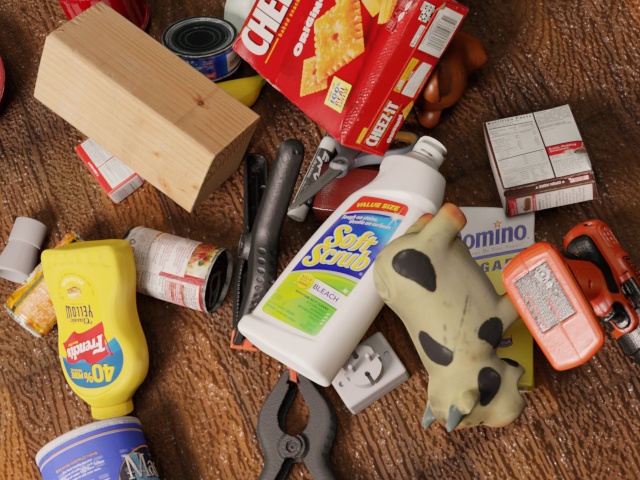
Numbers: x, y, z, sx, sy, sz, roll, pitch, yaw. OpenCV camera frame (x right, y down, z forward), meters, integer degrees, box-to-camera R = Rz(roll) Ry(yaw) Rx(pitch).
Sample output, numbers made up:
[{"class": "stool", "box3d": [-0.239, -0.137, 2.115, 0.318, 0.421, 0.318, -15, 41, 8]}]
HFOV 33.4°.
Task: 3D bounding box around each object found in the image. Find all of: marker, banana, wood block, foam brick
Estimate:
[{"class": "marker", "box3d": [-0.002, -0.076, 1.111, 0.020, 0.020, 0.121, 20, 76, 16]}, {"class": "banana", "box3d": [-0.151, -0.167, 1.163, 0.198, 0.037, 0.069, 8, 45, 10]}, {"class": "wood block", "box3d": [-0.178, -0.137, 1.087, 0.206, 0.090, 0.090, 36, 47, 6]}, {"class": "foam brick", "box3d": [0.038, -0.043, 1.074, 0.078, 0.053, 0.051, 7, 73, 14]}]

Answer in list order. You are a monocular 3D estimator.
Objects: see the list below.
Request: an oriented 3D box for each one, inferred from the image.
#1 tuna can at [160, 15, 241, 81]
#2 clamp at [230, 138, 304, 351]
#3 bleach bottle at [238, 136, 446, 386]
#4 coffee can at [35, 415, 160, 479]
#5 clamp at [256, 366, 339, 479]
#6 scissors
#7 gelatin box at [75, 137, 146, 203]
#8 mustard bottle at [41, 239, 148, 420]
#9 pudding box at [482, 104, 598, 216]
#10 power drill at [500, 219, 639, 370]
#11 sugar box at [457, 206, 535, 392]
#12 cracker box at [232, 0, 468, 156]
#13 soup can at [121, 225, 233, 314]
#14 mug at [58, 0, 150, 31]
[{"class": "tuna can", "box3d": [-0.129, -0.207, 1.151, 0.086, 0.034, 0.086, -1, 43, 1]}, {"class": "clamp", "box3d": [-0.057, 0.001, 1.039, 0.036, 0.165, 0.210, 9, 80, -15]}, {"class": "bleach bottle", "box3d": [0.034, 0.007, 0.998, 0.103, 0.068, 0.250, 26, 76, 31]}, {"class": "coffee can", "box3d": [-0.194, 0.249, 0.992, 0.103, 0.102, 0.140, -25, 69, 1]}, {"class": "clamp", "box3d": [-0.013, 0.204, 1.007, 0.120, 0.039, 0.171, 4, 72, 11]}, {"class": "scissors", "box3d": [0.039, -0.072, 1.036, 0.096, 0.016, 0.201, 6, 31, 11]}, {"class": "gelatin box", "box3d": [-0.207, -0.095, 1.150, 0.089, 0.030, 0.073, -37, 68, -6]}, {"class": "mustard bottle", "box3d": [-0.215, 0.097, 1.047, 0.096, 0.058, 0.191, -4, 99, 28]}, {"class": "pudding box", "box3d": [0.212, -0.079, 1.040, 0.090, 0.039, 0.113, -12, 41, 7]}, {"class": "power drill", "box3d": [0.247, 0.065, 0.935, 0.057, 0.187, 0.184, -41, 68, 29]}, {"class": "sugar box", "box3d": [0.158, 0.055, 1.022, 0.093, 0.048, 0.176, 0, 73, 10]}, {"class": "cracker box", "box3d": [0.020, -0.207, 1.051, 0.214, 0.071, 0.164, 45, 113, 39]}, {"class": "soup can", "box3d": [-0.148, 0.029, 1.077, 0.102, 0.068, 0.068, 14, 75, 15]}, {"class": "mug", "box3d": [-0.237, -0.276, 1.182, 0.117, 0.081, 0.093, -44, 61, -14]}]
